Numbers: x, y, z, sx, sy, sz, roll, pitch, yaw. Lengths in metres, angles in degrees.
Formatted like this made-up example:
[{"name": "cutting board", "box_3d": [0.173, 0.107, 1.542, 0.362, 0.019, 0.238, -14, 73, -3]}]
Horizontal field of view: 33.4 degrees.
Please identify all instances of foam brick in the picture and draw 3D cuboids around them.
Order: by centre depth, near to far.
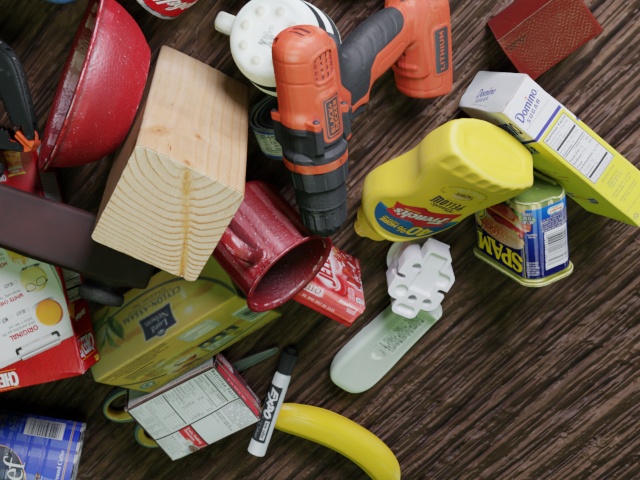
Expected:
[{"name": "foam brick", "box_3d": [0.191, -0.184, 0.915, 0.078, 0.051, 0.053, -34, 115, 17]}]

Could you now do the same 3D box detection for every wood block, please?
[{"name": "wood block", "box_3d": [-0.118, -0.070, 0.882, 0.090, 0.206, 0.091, 25, 116, -16]}]

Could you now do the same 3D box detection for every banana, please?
[{"name": "banana", "box_3d": [0.024, 0.225, 1.162, 0.197, 0.037, 0.070, 40, 112, -22]}]

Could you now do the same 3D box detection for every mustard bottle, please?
[{"name": "mustard bottle", "box_3d": [0.093, -0.043, 0.961, 0.096, 0.058, 0.192, 17, 152, -30]}]

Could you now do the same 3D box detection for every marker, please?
[{"name": "marker", "box_3d": [-0.048, 0.168, 1.116, 0.020, 0.020, 0.121, 17, 100, -12]}]

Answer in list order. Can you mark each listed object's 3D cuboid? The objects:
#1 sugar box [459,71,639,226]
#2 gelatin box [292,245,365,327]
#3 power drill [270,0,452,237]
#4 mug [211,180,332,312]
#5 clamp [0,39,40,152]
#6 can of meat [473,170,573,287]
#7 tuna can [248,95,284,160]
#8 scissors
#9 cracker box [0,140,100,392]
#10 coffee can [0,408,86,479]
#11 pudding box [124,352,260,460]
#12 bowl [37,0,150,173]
[{"name": "sugar box", "box_3d": [0.212, -0.082, 0.949, 0.176, 0.093, 0.048, 33, 90, -20]}, {"name": "gelatin box", "box_3d": [0.003, 0.034, 1.016, 0.073, 0.089, 0.030, 29, 116, -18]}, {"name": "power drill", "box_3d": [0.037, -0.115, 0.878, 0.057, 0.187, 0.184, 21, 135, 32]}, {"name": "mug", "box_3d": [-0.056, 0.001, 0.921, 0.093, 0.117, 0.081, -49, 67, 15]}, {"name": "clamp", "box_3d": [-0.321, -0.143, 0.881, 0.164, 0.036, 0.210, -39, 96, 5]}, {"name": "can of meat", "box_3d": [0.184, -0.018, 0.986, 0.057, 0.102, 0.084, -21, 120, -20]}, {"name": "tuna can", "box_3d": [-0.018, -0.106, 0.935, 0.086, 0.086, 0.033, -17, 122, 8]}, {"name": "scissors", "box_3d": [-0.130, 0.170, 1.137, 0.202, 0.016, 0.096, -13, 122, 6]}, {"name": "cracker box", "box_3d": [-0.306, 0.028, 0.968, 0.164, 0.072, 0.214, -12, 94, 6]}, {"name": "coffee can", "box_3d": [-0.325, 0.229, 1.115, 0.140, 0.103, 0.103, 11, 120, -9]}, {"name": "pudding box", "box_3d": [-0.131, 0.169, 1.103, 0.113, 0.039, 0.090, -28, 120, 12]}, {"name": "bowl", "box_3d": [-0.181, -0.125, 0.877, 0.055, 0.162, 0.162, 18, 119, -21]}]
